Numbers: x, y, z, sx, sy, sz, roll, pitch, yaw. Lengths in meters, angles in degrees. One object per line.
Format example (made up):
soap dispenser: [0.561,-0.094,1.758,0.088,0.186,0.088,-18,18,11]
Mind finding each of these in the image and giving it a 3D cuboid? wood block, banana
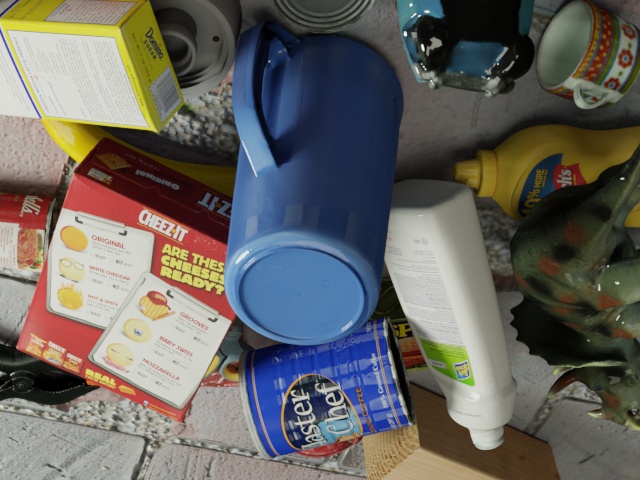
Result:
wood block: [0.157,0.247,1.171,0.205,0.090,0.091,25,125,-24]
banana: [-0.147,-0.069,0.916,0.197,0.037,0.070,13,121,-14]

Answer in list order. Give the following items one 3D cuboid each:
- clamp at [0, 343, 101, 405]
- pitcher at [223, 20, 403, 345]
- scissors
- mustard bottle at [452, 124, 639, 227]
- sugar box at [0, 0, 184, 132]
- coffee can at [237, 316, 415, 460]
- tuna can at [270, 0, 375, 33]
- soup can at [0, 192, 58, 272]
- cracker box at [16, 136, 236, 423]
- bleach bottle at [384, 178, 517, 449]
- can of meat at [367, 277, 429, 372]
clamp: [-0.305,0.126,1.072,0.171,0.039,0.120,-6,136,-6]
pitcher: [-0.011,-0.047,0.806,0.149,0.242,0.145,14,130,-7]
scissors: [-0.070,0.091,1.002,0.096,0.016,0.202,17,142,-32]
mustard bottle: [0.211,-0.057,0.932,0.191,0.058,0.096,2,136,-4]
sugar box: [-0.196,-0.136,0.802,0.176,0.048,0.093,11,137,27]
coffee can: [0.007,0.135,0.978,0.140,0.103,0.103,-15,130,8]
tuna can: [0.001,-0.203,0.809,0.086,0.034,0.086,-2,131,-2]
soup can: [-0.286,-0.009,0.937,0.102,0.068,0.068,6,130,-8]
cracker box: [-0.149,0.039,0.907,0.164,0.072,0.214,25,127,-4]
bleach bottle: [0.117,0.072,0.957,0.068,0.103,0.251,-29,112,-31]
can of meat: [0.095,0.082,1.047,0.102,0.057,0.084,-8,133,3]
